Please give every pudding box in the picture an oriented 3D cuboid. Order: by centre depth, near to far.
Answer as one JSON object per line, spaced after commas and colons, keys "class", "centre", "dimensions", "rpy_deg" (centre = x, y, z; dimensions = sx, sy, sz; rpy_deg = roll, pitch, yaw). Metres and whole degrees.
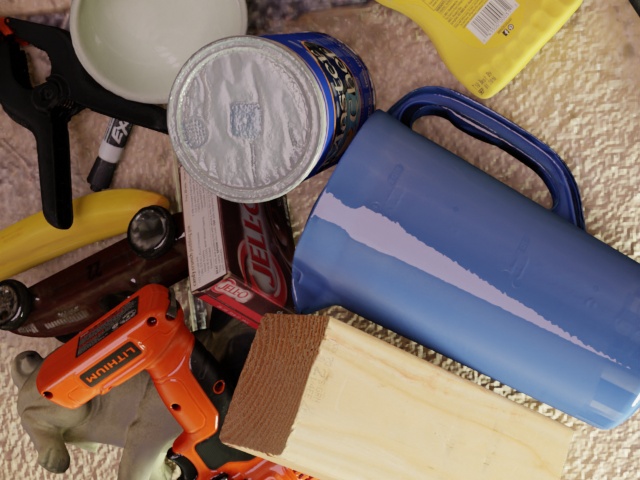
{"class": "pudding box", "centre": [-0.055, 0.001, 0.744], "dimensions": [0.039, 0.090, 0.113], "rpy_deg": [-28, 53, 21]}

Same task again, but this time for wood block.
{"class": "wood block", "centre": [0.052, 0.127, 0.699], "dimensions": [0.205, 0.091, 0.090], "rpy_deg": [27, 74, -26]}

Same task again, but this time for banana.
{"class": "banana", "centre": [-0.202, -0.002, 0.826], "dimensions": [0.198, 0.069, 0.037], "rpy_deg": [-23, 122, 10]}

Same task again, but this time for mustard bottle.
{"class": "mustard bottle", "centre": [0.074, -0.190, 0.706], "dimensions": [0.191, 0.058, 0.096], "rpy_deg": [44, 114, 3]}

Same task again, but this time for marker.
{"class": "marker", "centre": [-0.151, -0.091, 0.815], "dimensions": [0.020, 0.020, 0.121], "rpy_deg": [28, 108, 9]}

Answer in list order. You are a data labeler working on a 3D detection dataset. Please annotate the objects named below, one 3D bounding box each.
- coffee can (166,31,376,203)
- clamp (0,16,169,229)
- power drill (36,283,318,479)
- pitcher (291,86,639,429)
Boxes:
{"class": "coffee can", "centre": [-0.028, -0.087, 0.715], "dimensions": [0.103, 0.140, 0.103], "rpy_deg": [4, 103, 16]}
{"class": "clamp", "centre": [-0.184, -0.106, 0.795], "dimensions": [0.120, 0.039, 0.171], "rpy_deg": [-30, 76, 5]}
{"class": "power drill", "centre": [-0.105, 0.137, 0.729], "dimensions": [0.184, 0.057, 0.187], "rpy_deg": [-37, 111, 3]}
{"class": "pitcher", "centre": [0.113, 0.014, 0.711], "dimensions": [0.243, 0.144, 0.149], "rpy_deg": [28, 120, 5]}
